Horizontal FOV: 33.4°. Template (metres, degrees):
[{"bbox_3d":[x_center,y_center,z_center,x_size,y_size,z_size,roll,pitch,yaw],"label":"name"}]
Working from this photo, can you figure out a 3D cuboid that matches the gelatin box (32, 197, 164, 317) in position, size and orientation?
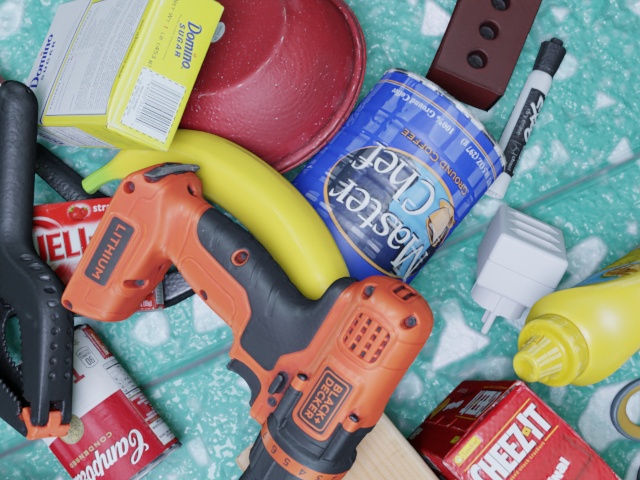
[{"bbox_3d":[-0.147,0.011,0.675,0.089,0.030,0.073,-5,85,4],"label":"gelatin box"}]

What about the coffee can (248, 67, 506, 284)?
[{"bbox_3d":[0.037,-0.025,0.689,0.103,0.103,0.140,40,83,2],"label":"coffee can"}]

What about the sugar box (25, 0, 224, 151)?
[{"bbox_3d":[-0.131,-0.105,0.659,0.048,0.176,0.093,25,82,-30],"label":"sugar box"}]

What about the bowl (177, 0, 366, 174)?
[{"bbox_3d":[-0.055,-0.118,0.686,0.162,0.055,0.162,-9,63,18],"label":"bowl"}]

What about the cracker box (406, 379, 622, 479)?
[{"bbox_3d":[0.157,0.177,0.639,0.214,0.164,0.072,44,82,3],"label":"cracker box"}]

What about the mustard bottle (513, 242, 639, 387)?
[{"bbox_3d":[0.180,0.042,0.649,0.191,0.096,0.058,-22,85,-40],"label":"mustard bottle"}]

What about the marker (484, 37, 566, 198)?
[{"bbox_3d":[0.142,-0.087,0.744,0.020,0.020,0.121,25,82,0],"label":"marker"}]

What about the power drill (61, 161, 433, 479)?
[{"bbox_3d":[-0.052,0.060,0.590,0.188,0.057,0.185,37,110,14],"label":"power drill"}]

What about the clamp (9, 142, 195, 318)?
[{"bbox_3d":[-0.143,0.012,0.710,0.171,0.039,0.120,17,90,5],"label":"clamp"}]

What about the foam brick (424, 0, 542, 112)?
[{"bbox_3d":[0.111,-0.137,0.732,0.053,0.051,0.078,22,82,0],"label":"foam brick"}]

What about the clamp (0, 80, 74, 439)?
[{"bbox_3d":[-0.206,0.030,0.653,0.165,0.036,0.210,-32,69,29],"label":"clamp"}]

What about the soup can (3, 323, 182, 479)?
[{"bbox_3d":[-0.145,0.112,0.681,0.068,0.068,0.102,-38,86,-7],"label":"soup can"}]

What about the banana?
[{"bbox_3d":[-0.049,-0.017,0.631,0.198,0.037,0.070,29,99,22],"label":"banana"}]
